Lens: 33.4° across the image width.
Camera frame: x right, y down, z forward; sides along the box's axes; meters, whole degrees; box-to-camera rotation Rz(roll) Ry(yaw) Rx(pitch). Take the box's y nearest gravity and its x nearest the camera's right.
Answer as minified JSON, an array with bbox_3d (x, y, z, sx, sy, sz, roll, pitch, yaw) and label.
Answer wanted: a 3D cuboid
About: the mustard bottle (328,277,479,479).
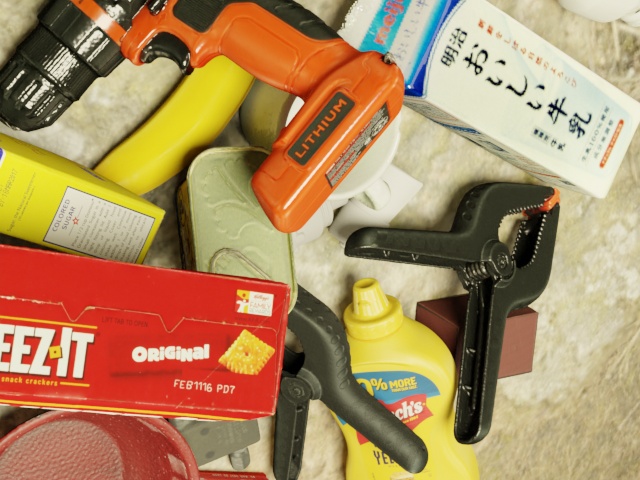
[{"bbox_3d":[0.052,0.112,0.763,0.096,0.058,0.191,-5,117,19],"label":"mustard bottle"}]

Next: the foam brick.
[{"bbox_3d":[0.117,0.073,0.803,0.078,0.053,0.051,-7,111,-28],"label":"foam brick"}]

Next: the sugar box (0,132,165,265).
[{"bbox_3d":[-0.173,-0.035,0.542,0.176,0.093,0.048,26,89,-53],"label":"sugar box"}]

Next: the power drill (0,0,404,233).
[{"bbox_3d":[-0.064,-0.090,0.574,0.188,0.057,0.184,41,90,11],"label":"power drill"}]

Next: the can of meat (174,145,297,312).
[{"bbox_3d":[-0.054,0.001,0.638,0.057,0.084,0.102,-5,86,-16],"label":"can of meat"}]

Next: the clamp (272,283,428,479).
[{"bbox_3d":[-0.014,0.100,0.726,0.120,0.039,0.171,-26,100,27],"label":"clamp"}]

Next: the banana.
[{"bbox_3d":[-0.075,-0.102,0.641,0.069,0.037,0.198,23,93,-5],"label":"banana"}]

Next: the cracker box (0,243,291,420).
[{"bbox_3d":[-0.140,0.048,0.542,0.163,0.214,0.072,9,82,-31],"label":"cracker box"}]

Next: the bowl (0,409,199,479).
[{"bbox_3d":[-0.160,0.165,0.676,0.161,0.055,0.162,-11,113,-27],"label":"bowl"}]

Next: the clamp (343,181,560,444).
[{"bbox_3d":[0.107,0.013,0.744,0.164,0.036,0.209,54,50,-17],"label":"clamp"}]
